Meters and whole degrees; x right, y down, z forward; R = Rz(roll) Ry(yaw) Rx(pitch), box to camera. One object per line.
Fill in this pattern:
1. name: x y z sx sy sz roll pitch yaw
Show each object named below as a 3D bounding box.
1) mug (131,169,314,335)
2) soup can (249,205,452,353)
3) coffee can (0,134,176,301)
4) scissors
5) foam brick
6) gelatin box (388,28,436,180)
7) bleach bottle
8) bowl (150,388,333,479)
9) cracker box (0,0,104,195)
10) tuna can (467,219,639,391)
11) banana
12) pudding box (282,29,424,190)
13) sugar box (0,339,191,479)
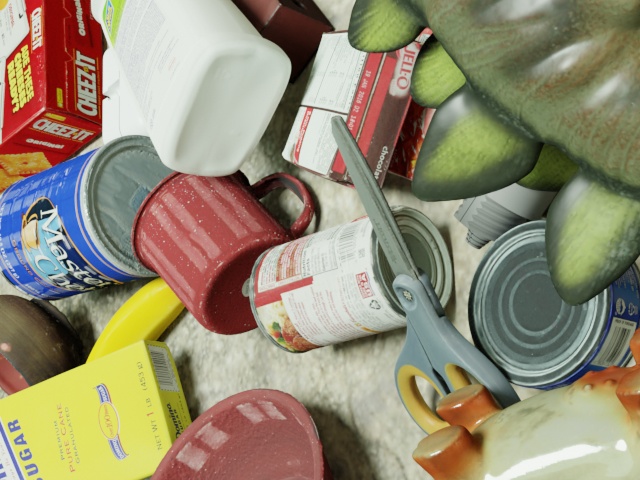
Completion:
1. mug: -0.055 0.001 0.699 0.117 0.093 0.082 -36 51 -11
2. soup can: 0.017 0.024 0.620 0.102 0.068 0.068 -19 66 42
3. coffee can: -0.171 -0.014 0.805 0.141 0.102 0.103 -14 70 45
4. scissors: 0.042 0.035 0.548 0.202 0.016 0.096 56 150 -4
5. foam brick: -0.038 -0.156 0.738 0.051 0.052 0.078 -52 48 24
6. gelatin box: 0.077 -0.073 0.608 0.073 0.030 0.089 25 98 48
7. bleach bottle: -0.107 -0.155 0.730 0.103 0.067 0.251 -61 41 29
8. bowl: -0.043 0.172 0.634 0.162 0.055 0.162 -31 39 29
9. cracker box: -0.284 -0.137 0.983 0.214 0.072 0.164 -27 62 39
10. tuna can: 0.116 0.033 0.536 0.086 0.033 0.086 -15 69 44
11. banana: -0.148 0.105 0.803 0.070 0.037 0.198 23 100 21
12. pudding box: 0.018 -0.079 0.639 0.114 0.039 0.090 -149 77 -70
13. sugar box: -0.178 0.144 0.761 0.176 0.048 0.093 -23 72 15
